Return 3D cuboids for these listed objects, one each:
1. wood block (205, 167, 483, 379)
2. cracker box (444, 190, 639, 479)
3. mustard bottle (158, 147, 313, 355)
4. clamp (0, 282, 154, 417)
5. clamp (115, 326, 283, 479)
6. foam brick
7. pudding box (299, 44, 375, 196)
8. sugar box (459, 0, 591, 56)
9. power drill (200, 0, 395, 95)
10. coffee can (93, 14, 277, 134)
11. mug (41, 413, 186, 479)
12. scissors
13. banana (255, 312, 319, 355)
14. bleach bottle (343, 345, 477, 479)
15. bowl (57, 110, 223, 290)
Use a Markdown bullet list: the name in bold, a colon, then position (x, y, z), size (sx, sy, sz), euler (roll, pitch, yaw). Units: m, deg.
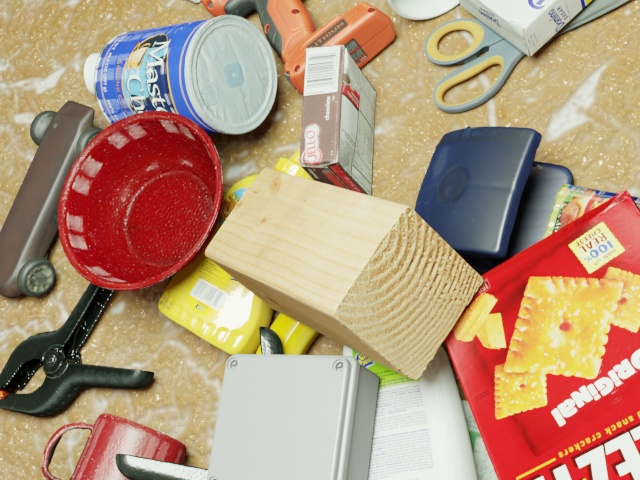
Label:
- **wood block**: position (0.009, 0.018, 0.797), size (0.090, 0.090, 0.206), euler (-55, 31, -10)
- **cracker box**: position (0.183, 0.095, 0.702), size (0.164, 0.072, 0.214), euler (-32, 48, 17)
- **mustard bottle**: position (-0.056, 0.001, 0.934), size (0.096, 0.058, 0.191), euler (27, 84, 28)
- **clamp**: position (-0.229, 0.118, 0.979), size (0.171, 0.039, 0.120), euler (-40, 56, 13)
- **clamp**: position (-0.048, 0.194, 0.838), size (0.164, 0.036, 0.210), euler (-35, 77, -10)
- **foam brick**: position (-0.130, -0.043, 0.985), size (0.051, 0.053, 0.078), euler (-20, 65, 16)
- **pudding box**: position (0.016, -0.099, 0.921), size (0.039, 0.090, 0.113), euler (-2, 70, 21)
- **sugar box**: position (0.207, -0.247, 0.906), size (0.176, 0.048, 0.093), euler (-42, 56, -4)
- **power drill**: position (-0.009, -0.238, 1.003), size (0.184, 0.057, 0.188), euler (-40, 58, 10)
- **coffee can**: position (-0.123, -0.146, 0.969), size (0.141, 0.102, 0.103), euler (3, 72, 44)
- **mug**: position (-0.174, 0.191, 0.892), size (0.117, 0.093, 0.081), euler (23, 74, -7)
- **scissors**: position (0.175, -0.188, 0.926), size (0.202, 0.016, 0.096), euler (-37, 61, 7)
- **banana**: position (-0.017, 0.093, 0.896), size (0.070, 0.037, 0.198), euler (38, 89, 30)
- **bleach bottle**: position (0.068, 0.124, 0.817), size (0.103, 0.068, 0.251), euler (-14, 63, 22)
- **bowl**: position (-0.145, -0.028, 0.923), size (0.162, 0.055, 0.162), euler (-8, 69, 21)
